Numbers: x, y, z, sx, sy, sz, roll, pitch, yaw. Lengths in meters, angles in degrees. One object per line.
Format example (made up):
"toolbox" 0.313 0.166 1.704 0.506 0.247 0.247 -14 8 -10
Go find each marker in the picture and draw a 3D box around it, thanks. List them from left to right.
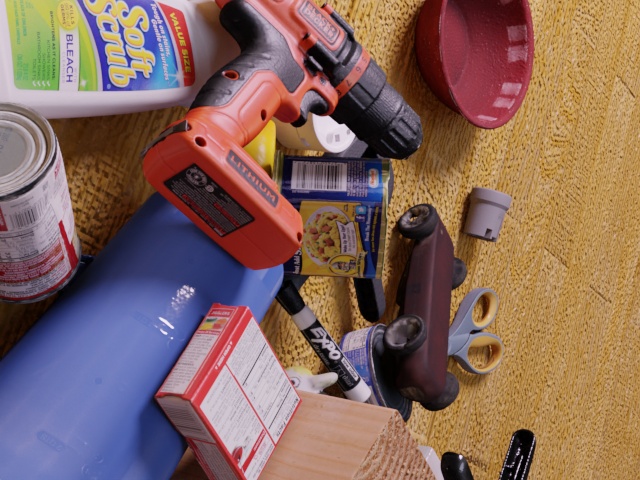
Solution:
"marker" 0.000 0.078 0.835 0.020 0.020 0.121 -47 111 -36

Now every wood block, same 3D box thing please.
"wood block" -0.036 0.155 0.702 0.090 0.207 0.090 -54 130 -32

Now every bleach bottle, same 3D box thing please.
"bleach bottle" -0.132 -0.131 0.675 0.250 0.068 0.102 -14 104 -50

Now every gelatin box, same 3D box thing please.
"gelatin box" -0.052 0.094 0.630 0.073 0.030 0.089 -60 138 -38

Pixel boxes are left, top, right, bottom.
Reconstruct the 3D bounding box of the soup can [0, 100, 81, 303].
"soup can" -0.173 -0.019 0.592 0.068 0.068 0.102 -54 164 -31

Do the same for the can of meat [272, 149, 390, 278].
"can of meat" 0.007 -0.017 0.790 0.102 0.084 0.057 92 1 -47

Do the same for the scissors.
"scissors" 0.122 0.084 1.028 0.201 0.016 0.096 18 79 -49

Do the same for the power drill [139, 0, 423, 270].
"power drill" -0.020 -0.073 0.689 0.184 0.057 0.187 41 48 -19

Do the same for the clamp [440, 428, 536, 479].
"clamp" 0.164 0.283 1.011 0.164 0.036 0.210 -10 99 -53

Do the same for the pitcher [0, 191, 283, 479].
"pitcher" -0.131 0.074 0.657 0.242 0.145 0.149 -57 144 -34

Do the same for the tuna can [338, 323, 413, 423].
"tuna can" 0.046 0.116 0.903 0.086 0.034 0.086 49 32 -46

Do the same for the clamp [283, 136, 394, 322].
"clamp" 0.029 -0.015 0.891 0.120 0.039 0.171 32 73 -47

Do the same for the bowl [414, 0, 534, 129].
"bowl" 0.134 -0.183 0.984 0.161 0.055 0.162 -6 98 -49
